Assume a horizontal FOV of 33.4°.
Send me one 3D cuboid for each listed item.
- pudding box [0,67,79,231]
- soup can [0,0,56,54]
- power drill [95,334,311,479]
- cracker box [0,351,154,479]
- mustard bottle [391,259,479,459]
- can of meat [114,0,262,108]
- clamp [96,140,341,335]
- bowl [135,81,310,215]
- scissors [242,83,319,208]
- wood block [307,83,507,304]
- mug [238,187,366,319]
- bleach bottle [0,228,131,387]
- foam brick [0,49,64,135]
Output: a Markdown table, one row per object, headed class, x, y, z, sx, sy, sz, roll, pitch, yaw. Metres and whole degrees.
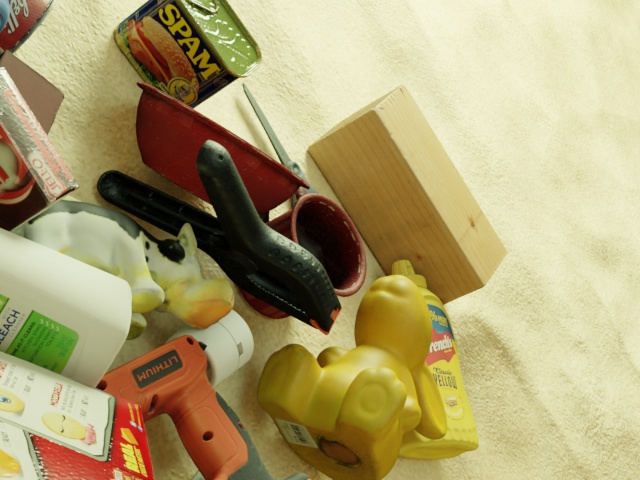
| class | x | y | z | sx | sy | sz | roll | pitch | yaw |
| --- | --- | --- | --- | --- | --- | --- | --- | --- | --- |
| pudding box | -0.220 | -0.043 | 0.675 | 0.090 | 0.114 | 0.039 | 59 | 32 | -6 |
| soup can | -0.250 | -0.187 | 0.768 | 0.102 | 0.069 | 0.068 | 42 | 41 | -26 |
| power drill | -0.084 | 0.166 | 0.714 | 0.188 | 0.057 | 0.184 | 51 | 37 | 11 |
| cracker box | -0.193 | 0.111 | 0.542 | 0.213 | 0.072 | 0.164 | 24 | 11 | -21 |
| mustard bottle | 0.094 | 0.109 | 1.019 | 0.096 | 0.058 | 0.191 | 13 | 58 | -42 |
| can of meat | -0.114 | -0.168 | 0.912 | 0.102 | 0.084 | 0.057 | 54 | 37 | -12 |
| clamp | -0.055 | 0.001 | 0.799 | 0.209 | 0.165 | 0.036 | 38 | 65 | -20 |
| bowl | -0.090 | -0.063 | 0.857 | 0.161 | 0.162 | 0.055 | 31 | 90 | -37 |
| scissors | -0.029 | -0.048 | 1.001 | 0.201 | 0.016 | 0.096 | 52 | 37 | -15 |
| wood block | 0.091 | -0.041 | 1.084 | 0.206 | 0.090 | 0.090 | 57 | 35 | -7 |
| mug | -0.024 | 0.007 | 0.916 | 0.093 | 0.082 | 0.117 | 1 | 67 | -51 |
| bleach bottle | -0.243 | 0.023 | 0.625 | 0.250 | 0.103 | 0.068 | 25 | 28 | -25 |
| foam brick | -0.222 | -0.081 | 0.728 | 0.051 | 0.078 | 0.053 | 38 | 42 | -28 |
